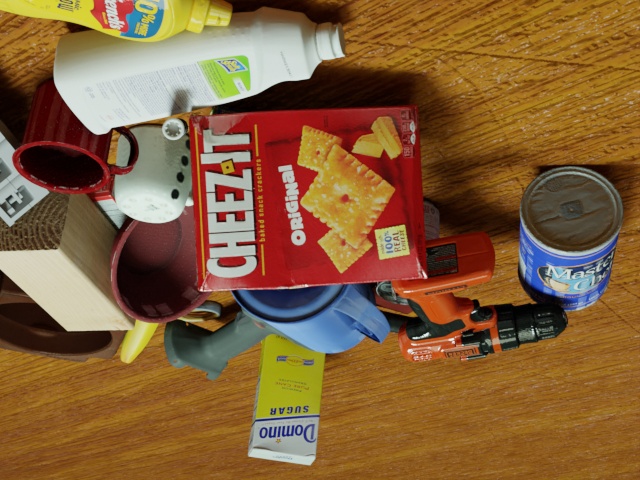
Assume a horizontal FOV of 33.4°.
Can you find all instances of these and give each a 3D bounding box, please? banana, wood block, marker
[{"bbox_3d":[-0.228,0.088,1.398,0.037,0.069,0.198,35,141,8],"label":"banana"},{"bbox_3d":[-0.281,0.020,1.197,0.091,0.090,0.206,-3,152,14],"label":"wood block"},{"bbox_3d":[-0.132,-0.103,0.977,0.020,0.020,0.121,8,-174,-6],"label":"marker"}]

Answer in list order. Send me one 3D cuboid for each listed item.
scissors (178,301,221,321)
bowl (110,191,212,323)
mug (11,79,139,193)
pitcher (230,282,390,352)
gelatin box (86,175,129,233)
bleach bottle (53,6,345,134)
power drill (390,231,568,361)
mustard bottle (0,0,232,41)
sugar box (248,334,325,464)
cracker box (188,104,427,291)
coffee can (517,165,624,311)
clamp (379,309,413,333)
[{"bbox_3d":[-0.237,0.093,1.471,0.202,0.016,0.096,-3,149,13],"label":"scissors"},{"bbox_3d":[-0.179,0.011,1.210,0.055,0.162,0.162,31,174,42],"label":"bowl"},{"bbox_3d":[-0.234,-0.100,1.040,0.117,0.081,0.093,15,150,-18],"label":"mug"},{"bbox_3d":[-0.001,0.055,1.157,0.145,0.149,0.242,-13,161,9],"label":"pitcher"},{"bbox_3d":[-0.251,-0.037,1.216,0.073,0.030,0.089,-6,151,16],"label":"gelatin box"},{"bbox_3d":[-0.101,-0.155,0.943,0.251,0.068,0.102,-6,155,13],"label":"bleach bottle"},{"bbox_3d":[0.157,0.065,1.109,0.184,0.057,0.187,-12,145,12],"label":"power drill"},{"bbox_3d":[-0.165,-0.205,0.860,0.191,0.058,0.096,12,146,-14],"label":"mustard bottle"},{"bbox_3d":[-0.046,0.223,1.514,0.093,0.176,0.048,9,152,-9],"label":"sugar box"},{"bbox_3d":[-0.012,-0.041,0.993,0.213,0.164,0.072,-3,-176,-5],"label":"cracker box"},{"bbox_3d":[0.262,0.001,1.134,0.103,0.103,0.140,0,152,9],"label":"coffee can"},{"bbox_3d":[0.045,0.097,1.363,0.120,0.039,0.171,0,169,28],"label":"clamp"}]
